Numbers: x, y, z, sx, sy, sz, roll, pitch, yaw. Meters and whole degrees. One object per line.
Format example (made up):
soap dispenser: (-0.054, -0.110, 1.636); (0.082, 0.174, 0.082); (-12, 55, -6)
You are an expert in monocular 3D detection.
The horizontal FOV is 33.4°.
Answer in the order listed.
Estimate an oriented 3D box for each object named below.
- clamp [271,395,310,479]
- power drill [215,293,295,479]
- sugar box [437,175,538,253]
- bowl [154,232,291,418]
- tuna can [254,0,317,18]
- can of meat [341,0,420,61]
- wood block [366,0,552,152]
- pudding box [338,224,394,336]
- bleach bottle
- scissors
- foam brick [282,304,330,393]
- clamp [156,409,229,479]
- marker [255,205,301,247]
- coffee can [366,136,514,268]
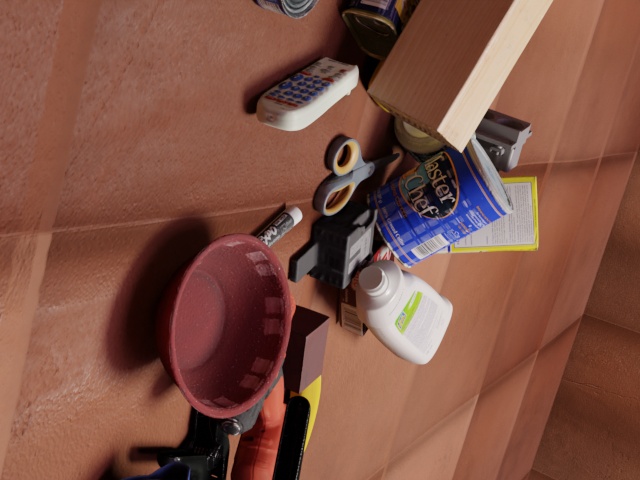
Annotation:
clamp: (-0.047, 0.275, 1.026); (0.164, 0.036, 0.210); (-41, 136, -66)
power drill: (-0.062, 0.165, 1.073); (0.184, 0.057, 0.188); (-70, 166, -49)
sugar box: (0.181, -0.030, 1.335); (0.048, 0.176, 0.093); (46, 42, -86)
bowl: (-0.095, 0.072, 0.942); (0.161, 0.055, 0.162); (-8, 100, -53)
tuna can: (-0.025, -0.233, 0.900); (0.086, 0.034, 0.086); (-48, 149, -41)
can of meat: (0.071, -0.240, 1.084); (0.084, 0.057, 0.102); (-67, 157, -9)
wood block: (0.147, -0.205, 1.063); (0.206, 0.091, 0.090); (-59, 155, 3)
pudding box: (0.058, 0.048, 1.321); (0.089, 0.039, 0.113); (-49, 151, -42)
bleach bottle: (0.096, 0.075, 1.297); (0.102, 0.068, 0.250); (-66, 156, -12)
scissors: (0.049, -0.095, 1.210); (0.201, 0.016, 0.096); (-43, 146, -47)
foam brick: (-0.028, 0.118, 1.171); (0.052, 0.051, 0.078); (-34, 138, -53)
clamp: (-0.121, 0.213, 1.053); (0.120, 0.039, 0.171); (-54, 151, -42)
marker: (-0.057, 0.001, 1.049); (0.120, 0.020, 0.020); (-44, 147, -45)
coffee can: (0.139, -0.045, 1.245); (0.140, 0.103, 0.102); (-30, 164, 16)
